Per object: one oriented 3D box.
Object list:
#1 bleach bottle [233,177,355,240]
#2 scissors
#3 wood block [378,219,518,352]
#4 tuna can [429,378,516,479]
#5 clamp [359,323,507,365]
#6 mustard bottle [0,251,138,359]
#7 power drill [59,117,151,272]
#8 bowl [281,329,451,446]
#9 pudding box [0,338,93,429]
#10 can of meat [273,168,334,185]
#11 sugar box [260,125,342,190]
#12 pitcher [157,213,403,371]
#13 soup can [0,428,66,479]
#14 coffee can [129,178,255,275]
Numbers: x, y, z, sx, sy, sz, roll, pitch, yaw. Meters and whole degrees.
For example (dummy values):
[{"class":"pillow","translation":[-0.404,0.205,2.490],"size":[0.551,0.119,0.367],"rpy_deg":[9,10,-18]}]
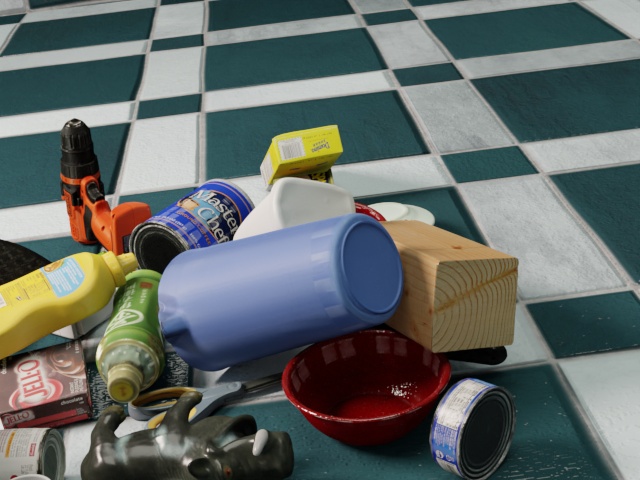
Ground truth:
[{"class":"bleach bottle","translation":[-0.058,0.002,1.227],"size":[0.102,0.068,0.251],"rpy_deg":[8,-19,-25]},{"class":"scissors","translation":[-0.094,0.162,1.071],"size":[0.201,0.016,0.096],"rpy_deg":[-8,23,-1]},{"class":"wood block","translation":[0.107,0.040,1.097],"size":[0.090,0.090,0.206],"rpy_deg":[-2,12,-22]},{"class":"tuna can","translation":[0.133,0.164,0.932],"size":[0.034,0.086,0.085],"rpy_deg":[15,32,41]},{"class":"clamp","translation":[0.109,0.107,1.115],"size":[0.171,0.039,0.120],"rpy_deg":[-11,15,-10]},{"class":"mustard bottle","translation":[-0.290,0.061,1.171],"size":[0.191,0.058,0.096],"rpy_deg":[-26,31,-17]},{"class":"power drill","translation":[-0.285,-0.050,1.402],"size":[0.057,0.184,0.188],"rpy_deg":[-20,38,-27]},{"class":"bowl","translation":[0.045,0.148,1.023],"size":[0.162,0.055,0.162],"rpy_deg":[-5,25,2]},{"class":"pudding box","translation":[-0.287,0.153,1.112],"size":[0.090,0.039,0.113],"rpy_deg":[-13,25,-11]},{"class":"can of meat","translation":[-0.020,-0.055,1.477],"size":[0.084,0.057,0.102],"rpy_deg":[-9,24,1]},{"class":"sugar box","translation":[-0.030,-0.114,1.523],"size":[0.093,0.048,0.176],"rpy_deg":[-11,-10,-10]},{"class":"pitcher","translation":[-0.033,0.047,1.077],"size":[0.243,0.144,0.149],"rpy_deg":[-16,47,40]},{"class":"soup can","translation":[-0.290,0.205,0.968],"size":[0.102,0.068,0.068],"rpy_deg":[-3,25,6]},{"class":"coffee can","translation":[-0.157,-0.005,1.346],"size":[0.103,0.103,0.140],"rpy_deg":[9,29,30]}]
